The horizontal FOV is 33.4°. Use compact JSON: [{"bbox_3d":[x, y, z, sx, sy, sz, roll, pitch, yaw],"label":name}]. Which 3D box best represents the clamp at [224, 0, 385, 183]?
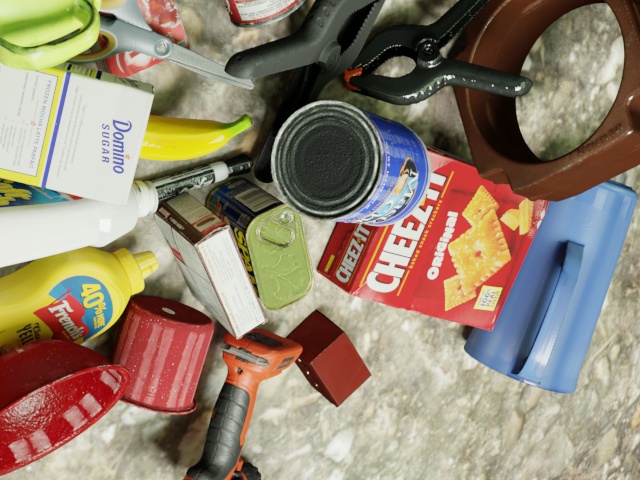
[{"bbox_3d":[-0.007,-0.166,0.927,0.210,0.036,0.164,-54,158,-14],"label":"clamp"}]

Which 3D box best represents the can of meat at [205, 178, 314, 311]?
[{"bbox_3d":[-0.056,0.001,0.974,0.057,0.084,0.102,-27,125,-23],"label":"can of meat"}]

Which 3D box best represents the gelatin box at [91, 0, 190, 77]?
[{"bbox_3d":[-0.152,-0.180,0.853,0.073,0.030,0.089,-28,125,-21],"label":"gelatin box"}]

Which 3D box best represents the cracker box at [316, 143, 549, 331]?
[{"bbox_3d":[0.123,-0.006,1.107,0.213,0.072,0.164,16,101,-39],"label":"cracker box"}]

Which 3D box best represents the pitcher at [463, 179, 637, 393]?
[{"bbox_3d":[0.262,0.041,1.186,0.144,0.149,0.243,12,101,-39],"label":"pitcher"}]

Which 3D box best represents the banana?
[{"bbox_3d":[-0.159,-0.099,0.866,0.197,0.037,0.070,8,133,-20],"label":"banana"}]

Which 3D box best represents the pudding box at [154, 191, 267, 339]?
[{"bbox_3d":[-0.098,0.021,0.951,0.039,0.090,0.113,-34,127,-17],"label":"pudding box"}]

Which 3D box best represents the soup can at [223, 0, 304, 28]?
[{"bbox_3d":[-0.059,-0.234,0.868,0.068,0.069,0.102,-35,127,-17],"label":"soup can"}]

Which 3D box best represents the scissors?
[{"bbox_3d":[-0.130,-0.173,0.840,0.201,0.016,0.096,0,113,-34],"label":"scissors"}]

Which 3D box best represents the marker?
[{"bbox_3d":[-0.114,-0.054,0.949,0.120,0.020,0.020,-20,122,-27],"label":"marker"}]

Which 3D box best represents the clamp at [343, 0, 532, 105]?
[{"bbox_3d":[0.105,-0.181,0.997,0.171,0.120,0.039,-6,158,3],"label":"clamp"}]

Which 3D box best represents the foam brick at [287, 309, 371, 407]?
[{"bbox_3d":[0.007,0.122,1.100,0.051,0.053,0.078,-41,129,-13],"label":"foam brick"}]

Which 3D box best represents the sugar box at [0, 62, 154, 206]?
[{"bbox_3d":[-0.220,-0.092,0.795,0.176,0.048,0.093,13,107,-15],"label":"sugar box"}]

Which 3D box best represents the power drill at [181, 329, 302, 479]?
[{"bbox_3d":[-0.077,0.182,1.038,0.184,0.057,0.188,11,97,-75],"label":"power drill"}]

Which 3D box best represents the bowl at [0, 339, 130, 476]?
[{"bbox_3d":[-0.237,0.128,0.863,0.162,0.055,0.162,-31,162,-12],"label":"bowl"}]

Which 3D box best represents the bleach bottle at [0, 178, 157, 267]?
[{"bbox_3d":[-0.247,-0.020,0.832,0.250,0.103,0.068,-12,121,-38],"label":"bleach bottle"}]

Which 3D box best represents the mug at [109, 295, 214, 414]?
[{"bbox_3d":[-0.140,0.100,0.969,0.117,0.093,0.081,-2,111,-68],"label":"mug"}]

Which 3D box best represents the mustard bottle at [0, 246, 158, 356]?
[{"bbox_3d":[-0.224,0.054,0.897,0.191,0.058,0.096,-26,138,-24],"label":"mustard bottle"}]

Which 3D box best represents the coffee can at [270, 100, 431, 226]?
[{"bbox_3d":[0.031,-0.066,0.956,0.103,0.103,0.140,-66,159,9],"label":"coffee can"}]
